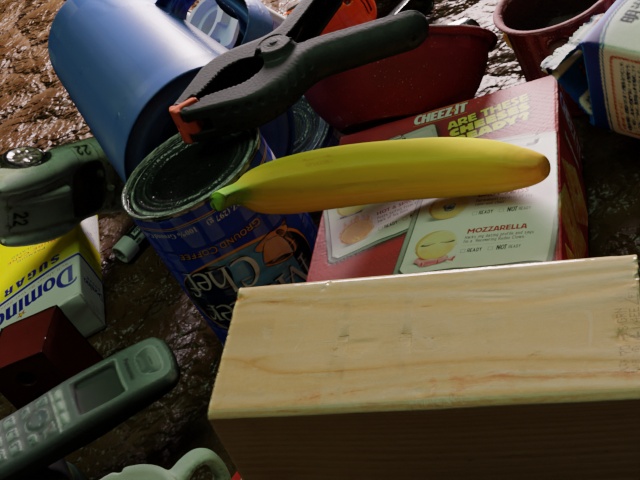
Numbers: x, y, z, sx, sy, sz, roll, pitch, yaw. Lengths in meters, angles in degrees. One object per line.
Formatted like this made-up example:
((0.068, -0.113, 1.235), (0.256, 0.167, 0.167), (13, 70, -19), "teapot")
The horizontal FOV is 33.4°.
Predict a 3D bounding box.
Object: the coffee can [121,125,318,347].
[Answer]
((-0.055, 0.001, 0.727), (0.103, 0.140, 0.103), (-21, 35, 15), "coffee can")

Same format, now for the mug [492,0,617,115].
((0.182, -0.138, 0.773), (0.093, 0.081, 0.117), (-15, 36, 23), "mug")

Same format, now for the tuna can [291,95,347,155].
((-0.020, -0.085, 0.879), (0.086, 0.033, 0.086), (-14, 61, 26), "tuna can")

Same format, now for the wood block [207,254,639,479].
((0.061, 0.076, 0.545), (0.206, 0.091, 0.090), (-6, 44, 17), "wood block")

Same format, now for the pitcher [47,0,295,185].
((-0.125, -0.127, 0.841), (0.149, 0.145, 0.243), (-29, 41, -14), "pitcher")

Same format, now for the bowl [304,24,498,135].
((0.056, -0.114, 0.802), (0.162, 0.055, 0.162), (-7, -3, -1), "bowl")

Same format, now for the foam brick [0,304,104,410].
((-0.194, 0.096, 0.772), (0.053, 0.078, 0.051), (-23, 34, 17), "foam brick")

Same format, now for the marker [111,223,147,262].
((-0.140, -0.029, 0.944), (0.020, 0.020, 0.121), (7, 49, 43), "marker")

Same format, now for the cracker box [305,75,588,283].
((0.084, -0.002, 0.684), (0.164, 0.072, 0.213), (-14, 36, 22), "cracker box")

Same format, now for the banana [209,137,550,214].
((0.035, -0.036, 0.643), (0.198, 0.037, 0.069), (-8, 24, 3), "banana")

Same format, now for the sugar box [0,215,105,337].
((-0.238, 0.030, 0.921), (0.093, 0.048, 0.176), (-28, 32, 4), "sugar box")

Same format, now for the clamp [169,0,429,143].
((-0.015, -0.115, 0.695), (0.171, 0.039, 0.120), (-42, 35, -18), "clamp")
